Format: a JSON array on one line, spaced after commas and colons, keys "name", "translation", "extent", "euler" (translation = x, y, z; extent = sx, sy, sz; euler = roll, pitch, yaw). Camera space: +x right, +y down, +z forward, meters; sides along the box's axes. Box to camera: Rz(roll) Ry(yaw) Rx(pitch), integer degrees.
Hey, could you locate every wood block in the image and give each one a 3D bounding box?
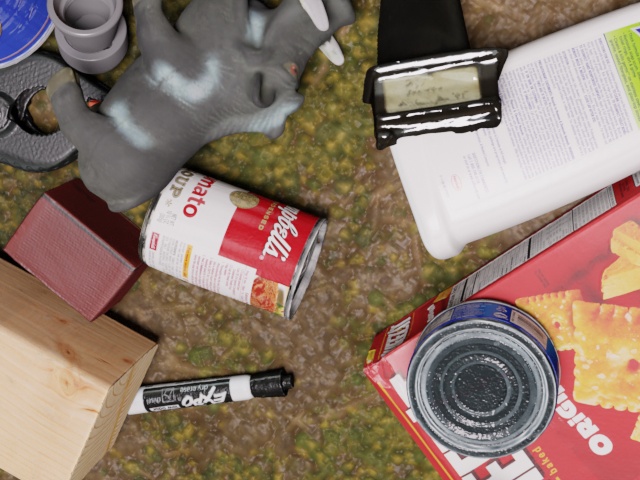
[{"name": "wood block", "translation": [-0.225, 0.067, 0.696], "extent": [0.206, 0.090, 0.091], "euler": [27, 107, 4]}]

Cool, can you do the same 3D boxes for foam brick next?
[{"name": "foam brick", "translation": [-0.156, 0.006, 0.704], "extent": [0.078, 0.053, 0.051], "euler": [40, 109, 1]}]

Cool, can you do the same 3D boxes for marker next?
[{"name": "marker", "translation": [-0.077, 0.104, 0.730], "extent": [0.121, 0.020, 0.020], "euler": [-9, 103, 14]}]

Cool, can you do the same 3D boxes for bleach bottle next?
[{"name": "bleach bottle", "translation": [0.167, -0.076, 0.604], "extent": [0.251, 0.068, 0.102], "euler": [-20, 86, 15]}]

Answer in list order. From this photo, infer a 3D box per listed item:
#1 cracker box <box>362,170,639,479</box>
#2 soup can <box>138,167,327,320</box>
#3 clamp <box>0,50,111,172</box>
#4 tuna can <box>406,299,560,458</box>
[{"name": "cracker box", "translation": [0.159, 0.078, 0.645], "extent": [0.214, 0.072, 0.164], "euler": [-35, 95, 19]}, {"name": "soup can", "translation": [-0.054, 0.001, 0.673], "extent": [0.102, 0.068, 0.068], "euler": [20, 108, 7]}, {"name": "clamp", "translation": [-0.214, -0.092, 0.698], "extent": [0.171, 0.039, 0.120], "euler": [-11, 102, 7]}, {"name": "tuna can", "translation": [0.092, 0.079, 0.605], "extent": [0.086, 0.033, 0.086], "euler": [4, 105, 13]}]
